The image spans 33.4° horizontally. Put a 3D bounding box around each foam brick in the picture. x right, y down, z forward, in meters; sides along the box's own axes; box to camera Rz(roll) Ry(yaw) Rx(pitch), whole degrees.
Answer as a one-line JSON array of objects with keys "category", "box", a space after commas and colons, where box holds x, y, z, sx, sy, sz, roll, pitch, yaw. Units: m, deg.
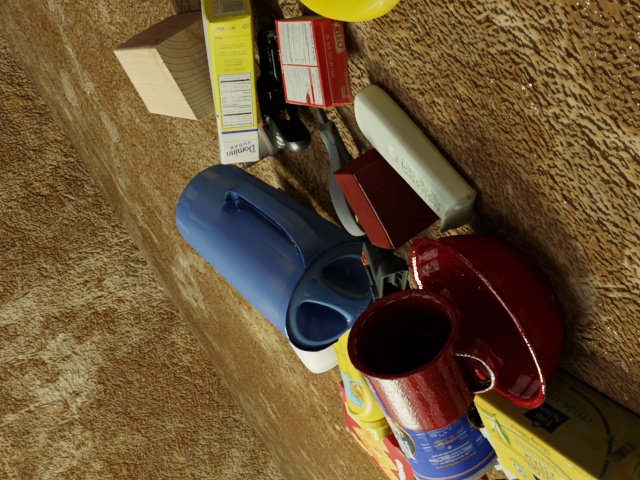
[{"category": "foam brick", "box": [0.058, -0.039, 0.931, 0.078, 0.053, 0.051, 61, 165, -12]}]

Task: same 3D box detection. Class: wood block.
[{"category": "wood block", "box": [-0.152, -0.199, 1.198, 0.091, 0.090, 0.206, 61, 164, -19]}]

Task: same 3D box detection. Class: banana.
[{"category": "banana", "box": [0.014, -0.191, 0.775, 0.198, 0.037, 0.069, 36, 156, 54]}]

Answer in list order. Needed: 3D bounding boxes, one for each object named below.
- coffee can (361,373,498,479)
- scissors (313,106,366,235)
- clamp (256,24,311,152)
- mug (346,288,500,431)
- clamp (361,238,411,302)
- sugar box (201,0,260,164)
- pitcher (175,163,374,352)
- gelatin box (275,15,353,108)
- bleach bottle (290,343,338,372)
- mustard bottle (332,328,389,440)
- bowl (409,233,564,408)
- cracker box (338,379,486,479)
[{"category": "coffee can", "box": [0.114, 0.164, 1.079, 0.140, 0.102, 0.103, 63, 165, -22]}, {"category": "scissors", "box": [0.007, -0.086, 0.979, 0.201, 0.016, 0.096, 60, -156, -14]}, {"category": "clamp", "box": [-0.043, -0.143, 1.048, 0.171, 0.039, 0.120, -168, 70, -79]}, {"category": "mug", "box": [0.089, 0.099, 0.857, 0.117, 0.093, 0.081, -2, 135, 29]}, {"category": "clamp", "box": [0.071, 0.063, 1.005, 0.210, 0.036, 0.164, -109, 4, -72]}, {"category": "sugar box", "box": [-0.084, -0.168, 1.018, 0.176, 0.048, 0.093, 86, 176, -49]}, {"category": "pitcher", "box": [-0.058, 0.001, 1.182, 0.243, 0.144, 0.149, 36, 115, 39]}, {"category": "gelatin box", "box": [-0.005, -0.152, 0.901, 0.089, 0.030, 0.073, -157, 56, -64]}, {"category": "bleach bottle", "box": [-0.015, 0.110, 1.370, 0.102, 0.068, 0.251, 55, 176, 11]}, {"category": "mustard bottle", "box": [0.050, 0.151, 1.267, 0.096, 0.058, 0.191, -149, 42, -66]}, {"category": "bowl", "box": [0.141, 0.052, 0.845, 0.162, 0.055, 0.162, 51, 165, 20]}, {"category": "cracker box", "box": [0.115, 0.274, 1.373, 0.214, 0.072, 0.164, 48, 164, 28]}]
